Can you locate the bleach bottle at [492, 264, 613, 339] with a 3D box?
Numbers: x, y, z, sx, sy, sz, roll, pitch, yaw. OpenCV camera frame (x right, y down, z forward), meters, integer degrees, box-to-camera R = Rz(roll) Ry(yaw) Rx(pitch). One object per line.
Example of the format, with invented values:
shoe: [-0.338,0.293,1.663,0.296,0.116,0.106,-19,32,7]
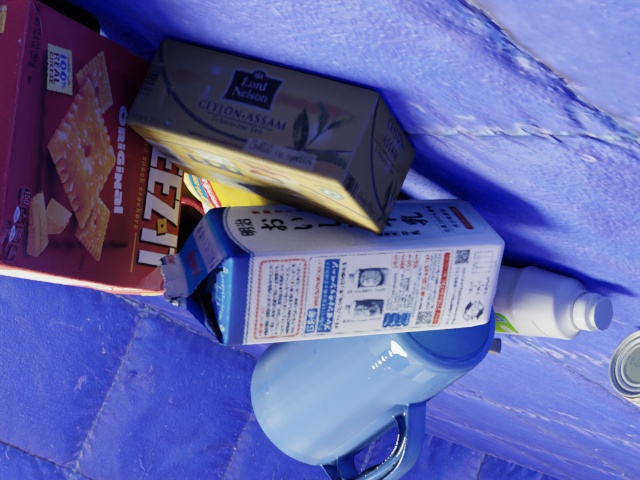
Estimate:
bleach bottle: [0.147,0.050,0.950,0.251,0.068,0.102,8,164,47]

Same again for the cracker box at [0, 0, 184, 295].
cracker box: [-0.167,-0.053,0.720,0.072,0.164,0.213,4,174,22]

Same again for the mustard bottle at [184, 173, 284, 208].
mustard bottle: [-0.064,-0.043,0.863,0.192,0.058,0.096,38,160,48]

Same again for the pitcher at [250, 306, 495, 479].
pitcher: [0.047,0.112,0.928,0.149,0.144,0.243,38,143,-6]
